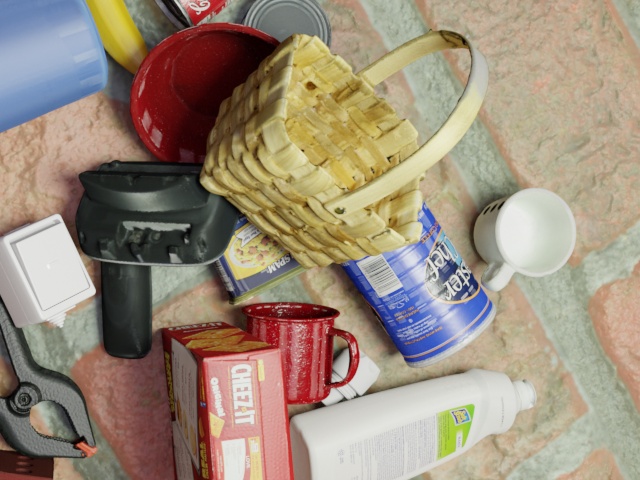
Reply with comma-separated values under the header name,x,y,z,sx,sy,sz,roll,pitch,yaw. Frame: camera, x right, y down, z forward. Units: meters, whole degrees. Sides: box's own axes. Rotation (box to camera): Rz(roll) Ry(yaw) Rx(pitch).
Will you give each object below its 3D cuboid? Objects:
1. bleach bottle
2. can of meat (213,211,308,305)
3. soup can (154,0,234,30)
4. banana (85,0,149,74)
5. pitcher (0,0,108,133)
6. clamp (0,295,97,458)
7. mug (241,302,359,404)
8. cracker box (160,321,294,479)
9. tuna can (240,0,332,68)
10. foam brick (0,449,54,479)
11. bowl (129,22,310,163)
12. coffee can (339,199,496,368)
name,x,y,z,sx,sy,sz,roll,pitch,yaw
bleach bottle,0.096,0.187,1.043,0.250,0.068,0.102,-13,122,-19
can of meat,-0.057,0.001,1.005,0.102,0.057,0.084,-27,96,-13
soup can,-0.101,-0.246,0.981,0.102,0.069,0.068,-41,101,-11
banana,-0.195,-0.244,0.962,0.037,0.070,0.198,-20,106,-58
pitcher,-0.315,-0.149,0.906,0.242,0.145,0.149,-23,109,-16
clamp,-0.279,0.146,0.961,0.120,0.039,0.171,-42,97,-9
mug,-0.018,0.106,0.995,0.117,0.093,0.081,5,97,23
cracker box,-0.083,0.162,0.922,0.072,0.214,0.164,-5,93,-16
tuna can,-0.034,-0.194,1.017,0.086,0.034,0.086,0,92,-14
foam brick,-0.268,0.222,0.947,0.053,0.078,0.051,13,90,-14
bowl,-0.091,-0.136,0.971,0.162,0.055,0.162,-3,128,-5
coffee can,0.088,0.036,1.019,0.102,0.103,0.140,-36,100,-11
